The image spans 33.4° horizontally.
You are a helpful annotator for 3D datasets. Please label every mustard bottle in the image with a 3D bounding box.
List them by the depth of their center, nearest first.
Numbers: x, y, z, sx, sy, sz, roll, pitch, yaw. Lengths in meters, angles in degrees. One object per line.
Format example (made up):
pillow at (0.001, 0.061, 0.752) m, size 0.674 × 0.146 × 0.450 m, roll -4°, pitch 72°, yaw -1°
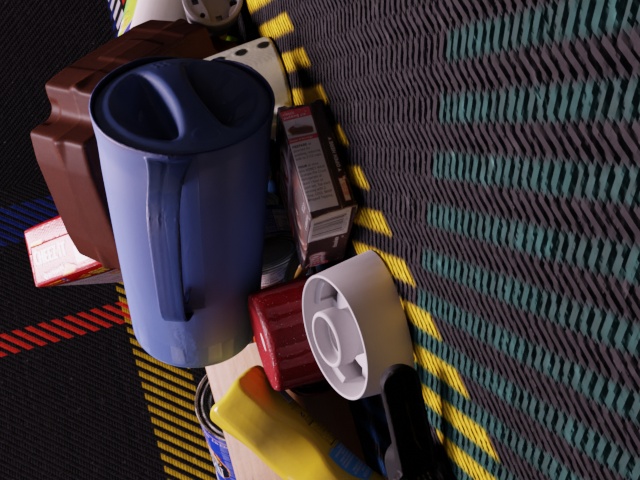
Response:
mustard bottle at (0.000, 0.183, 0.867) m, size 0.191 × 0.058 × 0.096 m, roll 40°, pitch 180°, yaw 7°

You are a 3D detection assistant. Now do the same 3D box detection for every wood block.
wood block at (-0.022, 0.190, 0.974) m, size 0.090 × 0.090 × 0.206 m, roll -3°, pitch -105°, yaw -63°

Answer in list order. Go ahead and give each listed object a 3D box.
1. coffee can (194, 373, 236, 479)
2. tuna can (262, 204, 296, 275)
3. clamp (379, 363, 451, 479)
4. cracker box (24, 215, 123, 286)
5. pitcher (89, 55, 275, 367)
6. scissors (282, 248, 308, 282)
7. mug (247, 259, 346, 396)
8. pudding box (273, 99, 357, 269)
coffee can at (-0.070, 0.201, 1.120) m, size 0.140 × 0.102 × 0.103 m, roll 83°, pitch 167°, yaw -50°
tuna can at (-0.056, 0.001, 0.981) m, size 0.086 × 0.086 × 0.034 m, roll 99°, pitch 155°, yaw -66°
clamp at (0.064, 0.150, 0.696) m, size 0.171 × 0.039 × 0.120 m, roll 104°, pitch 151°, yaw -69°
cracker box at (-0.186, -0.005, 1.170) m, size 0.213 × 0.164 × 0.072 m, roll -3°, pitch -103°, yaw -59°
pitcher at (-0.104, -0.009, 0.835) m, size 0.145 × 0.149 × 0.243 m, roll 35°, pitch 141°, yaw 32°
scissors at (-0.022, 0.044, 1.020) m, size 0.096 × 0.016 × 0.201 m, roll -65°, pitch -7°, yaw 9°
mug at (-0.007, 0.079, 0.847) m, size 0.093 × 0.081 × 0.117 m, roll -117°, pitch 16°, yaw -49°
pudding box at (-0.007, -0.039, 0.795) m, size 0.113 × 0.039 × 0.090 m, roll 106°, pitch 149°, yaw -69°
